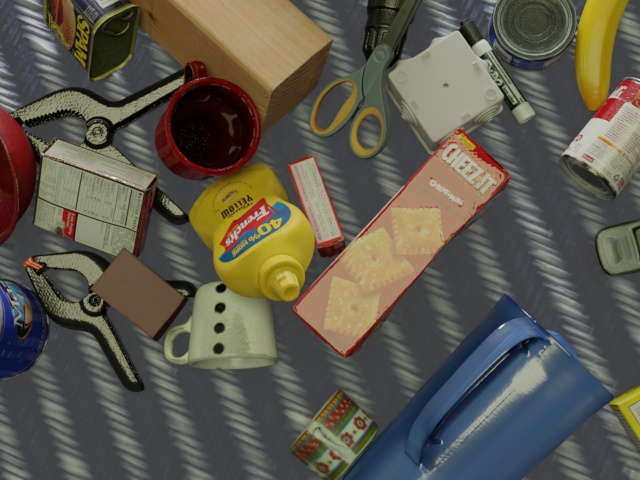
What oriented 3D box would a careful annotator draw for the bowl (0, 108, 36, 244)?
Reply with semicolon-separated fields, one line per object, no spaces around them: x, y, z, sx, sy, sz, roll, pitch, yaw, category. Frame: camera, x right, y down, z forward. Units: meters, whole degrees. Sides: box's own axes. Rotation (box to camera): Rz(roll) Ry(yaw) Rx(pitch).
-0.331;-0.077;1.051;0.162;0.055;0.162;17;120;33;bowl

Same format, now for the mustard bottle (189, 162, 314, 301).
-0.057;0.001;0.986;0.096;0.192;0.058;-33;125;-1;mustard bottle

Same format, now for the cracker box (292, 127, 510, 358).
0.072;0.011;0.980;0.072;0.164;0.213;43;87;5;cracker box

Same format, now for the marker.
0.176;-0.171;1.073;0.020;0.020;0.121;-31;81;-1;marker

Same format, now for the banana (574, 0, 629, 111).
0.296;-0.225;1.063;0.069;0.037;0.198;31;85;8;banana

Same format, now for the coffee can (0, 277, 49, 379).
-0.328;0.080;1.009;0.103;0.140;0.103;-1;82;4;coffee can

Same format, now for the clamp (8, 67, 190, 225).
-0.216;-0.115;1.082;0.210;0.036;0.164;13;81;2;clamp

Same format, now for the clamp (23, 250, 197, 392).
-0.209;0.055;1.058;0.171;0.039;0.120;38;79;2;clamp

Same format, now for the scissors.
0.067;-0.159;1.030;0.202;0.016;0.096;-43;78;29;scissors

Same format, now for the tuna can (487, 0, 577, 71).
0.212;-0.215;1.069;0.086;0.034;0.086;-1;82;4;tuna can

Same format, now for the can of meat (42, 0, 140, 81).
-0.231;-0.224;1.067;0.057;0.102;0.084;-35;77;-29;can of meat

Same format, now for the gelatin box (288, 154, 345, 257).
-0.002;-0.031;1.037;0.030;0.073;0.089;-20;81;0;gelatin box

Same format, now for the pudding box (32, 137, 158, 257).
-0.221;-0.039;1.046;0.113;0.039;0.090;19;124;2;pudding box

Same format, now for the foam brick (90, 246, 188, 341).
-0.171;0.052;1.015;0.078;0.053;0.051;39;82;1;foam brick

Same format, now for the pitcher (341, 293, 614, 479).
0.131;0.171;0.959;0.149;0.145;0.243;43;93;-14;pitcher

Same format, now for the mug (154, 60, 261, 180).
-0.115;-0.114;1.029;0.093;0.082;0.117;-12;89;-21;mug

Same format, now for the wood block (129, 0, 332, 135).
-0.099;-0.215;1.051;0.206;0.091;0.090;42;65;8;wood block

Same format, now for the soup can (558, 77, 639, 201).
0.288;-0.097;1.030;0.068;0.068;0.102;39;87;8;soup can
